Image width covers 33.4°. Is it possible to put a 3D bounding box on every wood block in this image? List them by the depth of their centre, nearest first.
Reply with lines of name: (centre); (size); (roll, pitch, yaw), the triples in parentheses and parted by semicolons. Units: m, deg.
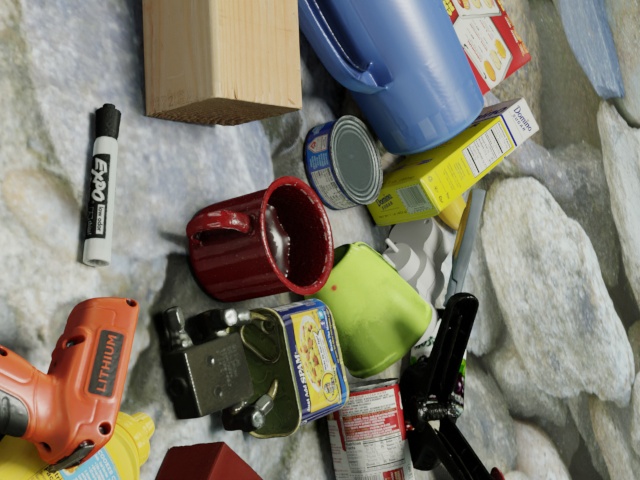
wood block: (-0.078, -0.200, 0.827); (0.090, 0.090, 0.206); (2, 84, -45)

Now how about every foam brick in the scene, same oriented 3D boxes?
foam brick: (-0.076, 0.187, 0.762); (0.078, 0.053, 0.051); (52, 41, -33)

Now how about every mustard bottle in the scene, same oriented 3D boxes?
mustard bottle: (-0.164, 0.155, 0.640); (0.191, 0.058, 0.096); (-35, 102, -54)

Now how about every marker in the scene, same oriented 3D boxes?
marker: (-0.154, -0.041, 0.756); (0.020, 0.020, 0.121); (25, 59, -49)

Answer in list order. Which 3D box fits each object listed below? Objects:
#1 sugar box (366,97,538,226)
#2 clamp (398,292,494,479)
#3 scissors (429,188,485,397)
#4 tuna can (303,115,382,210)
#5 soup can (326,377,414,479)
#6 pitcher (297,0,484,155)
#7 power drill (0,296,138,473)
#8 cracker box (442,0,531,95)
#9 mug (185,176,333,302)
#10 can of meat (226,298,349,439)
sugar box: (0.131, -0.081, 1.070); (0.176, 0.094, 0.048); (-41, 108, -33)
clamp: (0.099, 0.155, 0.910); (0.036, 0.210, 0.164); (2, 66, -14)
scissors: (0.130, 0.047, 1.042); (0.096, 0.016, 0.202); (-49, 152, -82)
tuna can: (0.022, -0.072, 1.007); (0.086, 0.034, 0.086); (23, 60, -50)
soup can: (0.043, 0.174, 0.922); (0.068, 0.069, 0.102); (-3, 82, -55)
pitcher: (0.052, -0.200, 0.999); (0.243, 0.149, 0.145); (60, -5, -19)
power drill: (-0.198, 0.038, 0.596); (0.187, 0.057, 0.184); (25, 53, -26)
cracker box: (0.140, -0.235, 1.170); (0.164, 0.072, 0.213); (60, 32, -5)
mug: (-0.055, 0.001, 0.828); (0.117, 0.082, 0.093); (18, 64, -52)
can of meat: (-0.025, 0.100, 0.862); (0.083, 0.058, 0.102); (-9, 87, -58)
